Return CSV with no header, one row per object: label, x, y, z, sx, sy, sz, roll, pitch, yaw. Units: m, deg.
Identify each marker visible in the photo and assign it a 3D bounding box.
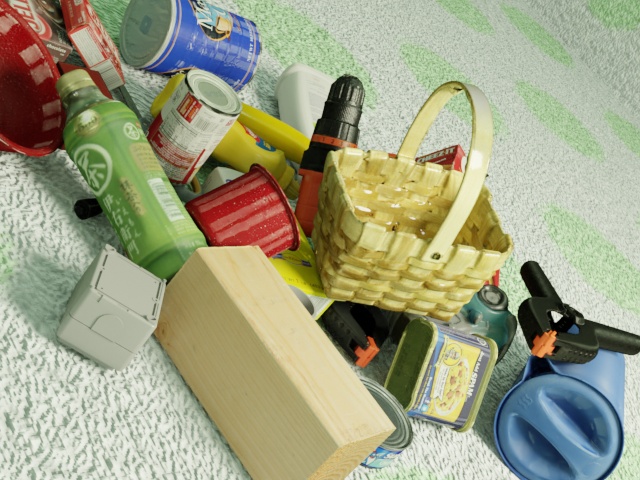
marker,-0.192,-0.038,1.017,0.020,0.020,0.120,46,27,12

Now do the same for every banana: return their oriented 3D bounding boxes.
banana,-0.080,-0.133,1.271,0.197,0.037,0.069,24,23,-4

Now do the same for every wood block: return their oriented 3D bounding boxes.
wood block,-0.045,0.110,0.901,0.206,0.091,0.090,52,27,22

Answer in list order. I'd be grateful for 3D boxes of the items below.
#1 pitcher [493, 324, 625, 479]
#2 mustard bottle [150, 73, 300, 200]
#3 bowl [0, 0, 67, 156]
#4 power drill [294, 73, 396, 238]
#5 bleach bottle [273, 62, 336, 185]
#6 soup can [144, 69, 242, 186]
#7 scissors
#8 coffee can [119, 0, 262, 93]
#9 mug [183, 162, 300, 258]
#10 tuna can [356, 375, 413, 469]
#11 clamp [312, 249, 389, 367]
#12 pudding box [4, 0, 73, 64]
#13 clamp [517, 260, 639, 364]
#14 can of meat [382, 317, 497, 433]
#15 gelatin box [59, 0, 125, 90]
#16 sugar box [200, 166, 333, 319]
pitcher,0.284,0.185,1.205,0.145,0.149,0.242,28,21,12
mustard bottle,-0.099,-0.107,1.194,0.191,0.058,0.096,38,1,-18
bowl,-0.299,-0.141,0.957,0.162,0.055,0.162,51,27,-39
power drill,0.040,-0.083,1.227,0.057,0.184,0.187,16,-1,29
bleach bottle,-0.007,-0.128,1.361,0.102,0.068,0.251,24,33,-20
soup can,-0.133,-0.114,1.082,0.068,0.102,0.068,29,30,-19
scissors,-0.198,-0.115,1.134,0.202,0.016,0.096,50,28,20
coffee can,-0.156,-0.240,1.288,0.140,0.103,0.103,13,37,-44
mug,-0.082,-0.017,1.014,0.117,0.081,0.093,25,-42,62
tuna can,0.043,0.169,0.992,0.086,0.034,0.086,31,27,-19
clamp,0.021,0.060,1.132,0.120,0.039,0.171,18,29,-18
pudding box,-0.320,-0.240,1.139,0.089,0.039,0.113,17,35,-40
clamp,0.274,0.095,1.160,0.164,0.036,0.209,34,21,9
can of meat,0.119,0.134,1.075,0.083,0.102,0.058,20,-1,-31
gelatin box,-0.247,-0.217,1.163,0.073,0.030,0.089,-112,177,-46
sugar box,-0.057,0.001,1.108,0.093,0.048,0.176,16,36,-40
